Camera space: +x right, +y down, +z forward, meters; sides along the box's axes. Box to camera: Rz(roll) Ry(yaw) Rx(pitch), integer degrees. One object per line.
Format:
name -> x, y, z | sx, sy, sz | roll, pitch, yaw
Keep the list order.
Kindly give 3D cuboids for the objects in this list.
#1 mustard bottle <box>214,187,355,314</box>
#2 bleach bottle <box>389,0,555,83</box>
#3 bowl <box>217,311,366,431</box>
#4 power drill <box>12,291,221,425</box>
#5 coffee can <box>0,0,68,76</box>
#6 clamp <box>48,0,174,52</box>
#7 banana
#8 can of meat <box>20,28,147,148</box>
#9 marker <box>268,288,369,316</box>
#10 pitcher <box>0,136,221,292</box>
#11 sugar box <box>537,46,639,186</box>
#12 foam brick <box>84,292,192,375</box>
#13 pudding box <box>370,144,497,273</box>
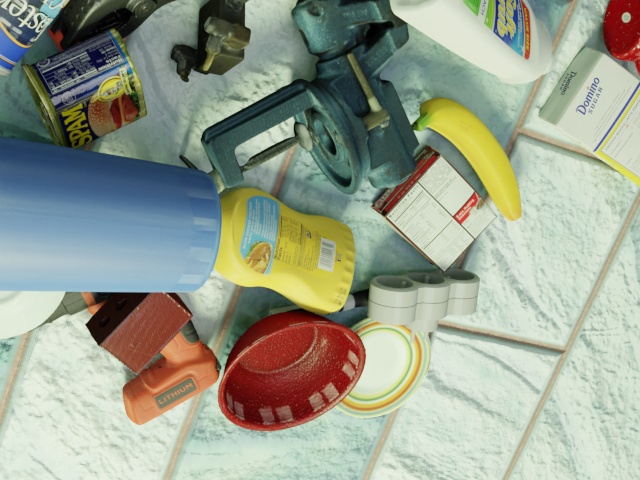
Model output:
mustard bottle -> -0.057, 0.001, 1.043 | 0.191, 0.058, 0.096 | 22, 63, -29
bleach bottle -> 0.159, -0.218, 1.020 | 0.250, 0.068, 0.102 | 17, 74, -51
bowl -> -0.037, 0.125, 1.110 | 0.162, 0.055, 0.162 | -14, 134, -15
power drill -> -0.191, 0.087, 1.037 | 0.184, 0.057, 0.187 | -28, 121, -10
coffee can -> -0.247, -0.217, 0.849 | 0.102, 0.103, 0.140 | 39, 94, -32
clamp -> -0.150, -0.213, 0.917 | 0.171, 0.039, 0.120 | -33, 160, 11
banana -> 0.155, -0.094, 1.110 | 0.197, 0.037, 0.069 | 36, 66, -37
can of meat -> -0.200, -0.127, 0.917 | 0.083, 0.057, 0.102 | -28, 162, -14
marker -> 0.004, 0.071, 1.138 | 0.121, 0.020, 0.020 | -11, 117, -19
pitcher -> -0.215, -0.022, 0.897 | 0.242, 0.149, 0.145 | 5, 154, -24
sugar box -> 0.331, -0.131, 1.175 | 0.176, 0.048, 0.093 | 29, 99, -27
foam brick -> -0.166, 0.073, 0.980 | 0.078, 0.053, 0.051 | -47, 121, -4
pudding box -> 0.122, -0.032, 1.132 | 0.090, 0.039, 0.113 | -47, 120, 2
